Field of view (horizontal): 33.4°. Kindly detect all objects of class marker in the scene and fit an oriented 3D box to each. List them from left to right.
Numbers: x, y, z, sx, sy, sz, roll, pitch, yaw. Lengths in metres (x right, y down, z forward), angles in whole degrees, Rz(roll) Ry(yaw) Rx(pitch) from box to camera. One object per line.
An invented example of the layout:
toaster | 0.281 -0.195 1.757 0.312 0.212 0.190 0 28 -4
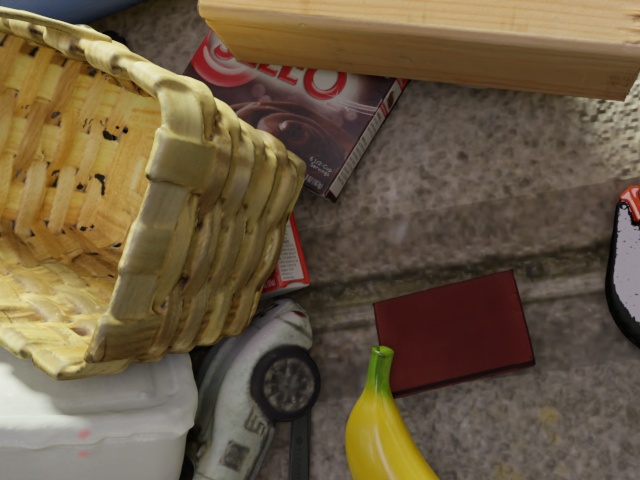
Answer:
marker | -0.116 -0.067 0.634 0.020 0.020 0.121 -13 81 7

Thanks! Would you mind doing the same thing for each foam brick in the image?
foam brick | 0.071 0.051 0.574 0.078 0.053 0.051 -14 81 5

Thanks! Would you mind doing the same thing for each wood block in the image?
wood block | 0.056 -0.132 0.527 0.206 0.090 0.091 8 85 10

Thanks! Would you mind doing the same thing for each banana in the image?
banana | 0.078 0.143 0.527 0.198 0.037 0.070 42 115 7

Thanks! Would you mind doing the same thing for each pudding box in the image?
pudding box | -0.018 -0.086 0.611 0.113 0.039 0.090 31 88 11
